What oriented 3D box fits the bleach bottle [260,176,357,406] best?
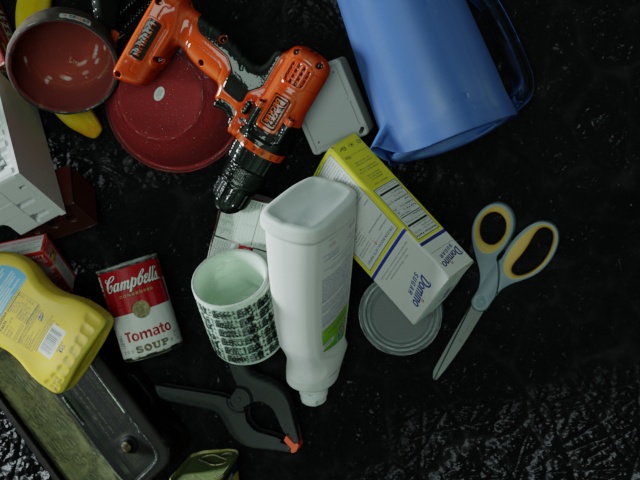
[{"bbox_3d":[-0.010,0.067,1.061,0.068,0.102,0.251,20,128,26],"label":"bleach bottle"}]

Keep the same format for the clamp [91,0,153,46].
[{"bbox_3d":[-0.168,-0.293,1.090,0.036,0.164,0.210,53,129,42],"label":"clamp"}]

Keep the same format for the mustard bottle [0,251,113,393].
[{"bbox_3d":[-0.315,0.067,1.098,0.191,0.058,0.096,33,98,6],"label":"mustard bottle"}]

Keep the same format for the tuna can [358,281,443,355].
[{"bbox_3d":[0.084,0.074,1.107,0.086,0.033,0.086,1,96,10],"label":"tuna can"}]

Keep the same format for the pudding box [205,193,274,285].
[{"bbox_3d":[-0.057,0.002,1.124,0.113,0.039,0.090,17,98,6],"label":"pudding box"}]

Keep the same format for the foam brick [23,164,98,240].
[{"bbox_3d":[-0.287,-0.038,1.145,0.078,0.053,0.051,-18,60,12],"label":"foam brick"}]

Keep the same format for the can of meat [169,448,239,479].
[{"bbox_3d":[-0.117,0.277,1.132,0.057,0.102,0.084,-6,97,10],"label":"can of meat"}]

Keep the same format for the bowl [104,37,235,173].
[{"bbox_3d":[-0.159,-0.151,1.118,0.162,0.055,0.162,1,96,10],"label":"bowl"}]

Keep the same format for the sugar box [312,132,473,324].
[{"bbox_3d":[0.063,-0.012,1.049,0.176,0.048,0.093,47,144,13],"label":"sugar box"}]

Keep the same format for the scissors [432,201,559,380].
[{"bbox_3d":[0.157,0.043,1.100,0.202,0.016,0.096,-45,85,12],"label":"scissors"}]

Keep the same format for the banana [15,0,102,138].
[{"bbox_3d":[-0.287,-0.202,1.145,0.070,0.037,0.198,-10,94,12],"label":"banana"}]

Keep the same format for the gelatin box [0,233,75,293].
[{"bbox_3d":[-0.323,0.034,1.160,0.089,0.030,0.073,-12,136,11],"label":"gelatin box"}]

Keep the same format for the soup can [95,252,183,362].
[{"bbox_3d":[-0.193,0.072,1.141,0.068,0.068,0.102,-16,93,11],"label":"soup can"}]

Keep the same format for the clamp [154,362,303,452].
[{"bbox_3d":[-0.082,0.157,1.145,0.171,0.039,0.120,31,103,6],"label":"clamp"}]

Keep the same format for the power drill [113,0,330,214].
[{"bbox_3d":[-0.107,-0.142,1.052,0.187,0.057,0.184,34,104,4],"label":"power drill"}]

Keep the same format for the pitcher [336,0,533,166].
[{"bbox_3d":[0.097,-0.206,1.037,0.145,0.149,0.243,-21,89,27],"label":"pitcher"}]
